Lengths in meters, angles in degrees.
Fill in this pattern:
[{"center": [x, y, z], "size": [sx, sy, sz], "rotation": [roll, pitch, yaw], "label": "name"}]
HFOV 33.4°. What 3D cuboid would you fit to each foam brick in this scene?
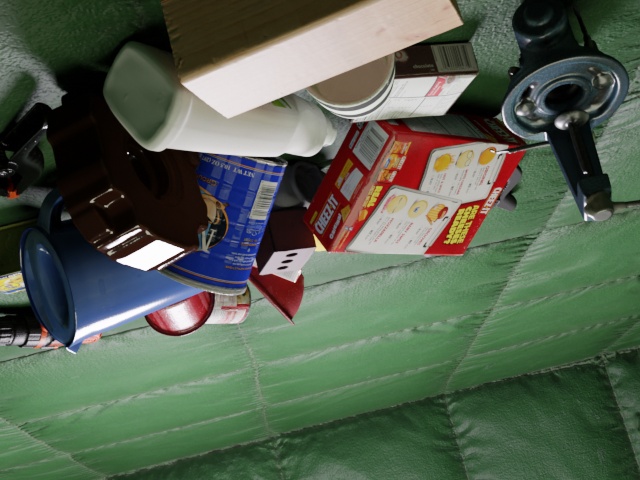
[{"center": [-0.043, 0.001, 1.224], "size": [0.053, 0.051, 0.078], "rotation": [-8, 161, -19], "label": "foam brick"}]

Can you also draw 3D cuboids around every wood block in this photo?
[{"center": [-0.008, -0.182, 0.820], "size": [0.206, 0.091, 0.090], "rotation": [-19, 161, 16], "label": "wood block"}]

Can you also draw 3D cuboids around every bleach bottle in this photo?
[{"center": [-0.070, -0.112, 0.967], "size": [0.250, 0.103, 0.068], "rotation": [7, 122, -50], "label": "bleach bottle"}]

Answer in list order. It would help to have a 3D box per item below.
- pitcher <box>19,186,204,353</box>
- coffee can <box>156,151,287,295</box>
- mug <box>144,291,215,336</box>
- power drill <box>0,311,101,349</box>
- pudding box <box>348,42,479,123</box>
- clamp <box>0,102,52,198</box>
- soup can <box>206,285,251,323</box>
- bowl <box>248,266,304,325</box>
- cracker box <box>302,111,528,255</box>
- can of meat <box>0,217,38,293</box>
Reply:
[{"center": [-0.195, 0.009, 1.166], "size": [0.242, 0.145, 0.149], "rotation": [-19, 163, -33], "label": "pitcher"}, {"center": [-0.103, -0.029, 1.074], "size": [0.103, 0.140, 0.103], "rotation": [18, -170, -3], "label": "coffee can"}, {"center": [-0.174, 0.050, 1.297], "size": [0.117, 0.093, 0.081], "rotation": [-53, 161, -17], "label": "mug"}, {"center": [-0.346, 0.100, 1.463], "size": [0.184, 0.057, 0.188], "rotation": [0, 160, -47], "label": "power drill"}, {"center": [0.088, -0.156, 1.058], "size": [0.113, 0.039, 0.090], "rotation": [-5, 161, -20], "label": "pudding box"}, {"center": [-0.290, -0.081, 0.989], "size": [0.120, 0.039, 0.171], "rotation": [-10, 168, -1], "label": "clamp"}, {"center": [-0.160, 0.087, 1.546], "size": [0.102, 0.068, 0.069], "rotation": [3, 155, -42], "label": "soup can"}, {"center": [-0.072, 0.033, 1.371], "size": [0.055, 0.162, 0.162], "rotation": [-43, 162, -4], "label": "bowl"}, {"center": [0.107, -0.066, 1.201], "size": [0.213, 0.072, 0.164], "rotation": [1, 129, -39], "label": "cracker box"}, {"center": [-0.341, 0.020, 1.224], "size": [0.102, 0.057, 0.084], "rotation": [-14, 164, -2], "label": "can of meat"}]
